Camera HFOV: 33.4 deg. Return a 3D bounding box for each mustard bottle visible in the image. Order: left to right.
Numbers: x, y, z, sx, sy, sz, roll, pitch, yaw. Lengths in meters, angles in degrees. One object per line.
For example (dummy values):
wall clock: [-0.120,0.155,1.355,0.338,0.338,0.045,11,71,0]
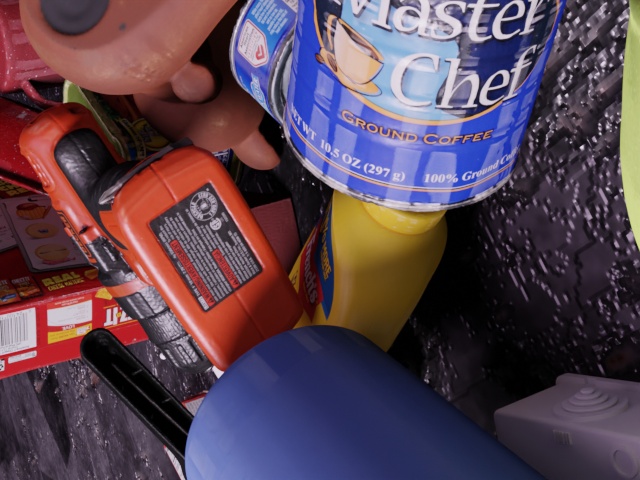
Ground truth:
mustard bottle: [0.017,0.019,0.538,0.192,0.058,0.096,118,163,-48]

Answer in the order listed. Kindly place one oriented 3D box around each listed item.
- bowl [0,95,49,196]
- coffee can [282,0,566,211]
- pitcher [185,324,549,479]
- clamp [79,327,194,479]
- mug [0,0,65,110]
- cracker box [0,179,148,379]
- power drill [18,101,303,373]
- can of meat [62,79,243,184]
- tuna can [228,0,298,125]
bowl: [-0.217,-0.071,0.835,0.162,0.161,0.055,25,94,52]
coffee can: [0.042,-0.096,0.405,0.103,0.102,0.140,50,147,35]
pitcher: [0.040,0.143,0.403,0.243,0.149,0.145,40,153,49]
clamp: [-0.072,0.144,0.693,0.165,0.036,0.210,29,153,33]
mug: [-0.214,-0.149,0.830,0.093,0.081,0.117,-43,66,56]
cracker box: [-0.245,0.018,0.874,0.214,0.163,0.072,39,133,44]
power drill: [-0.082,0.012,0.567,0.184,0.057,0.188,58,160,-21]
can of meat: [-0.110,-0.072,0.694,0.102,0.083,0.057,52,143,33]
tuna can: [0.002,-0.093,0.501,0.034,0.085,0.086,47,140,30]
